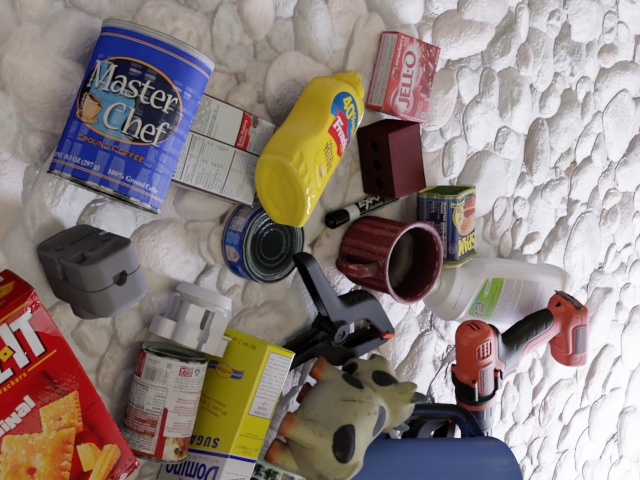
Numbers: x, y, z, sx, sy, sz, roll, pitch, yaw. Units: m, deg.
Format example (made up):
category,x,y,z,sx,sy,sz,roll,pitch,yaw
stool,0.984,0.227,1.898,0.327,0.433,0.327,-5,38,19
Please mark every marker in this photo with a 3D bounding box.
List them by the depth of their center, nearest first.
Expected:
category,x,y,z,sx,sy,sz,roll,pitch,yaw
marker,0.051,-0.038,1.194,0.120,0.020,0.020,-23,116,-37

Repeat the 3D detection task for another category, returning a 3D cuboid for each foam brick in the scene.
category,x,y,z,sx,sy,sz,roll,pitch,yaw
foam brick,0.078,-0.091,1.183,0.051,0.053,0.078,-25,115,-37

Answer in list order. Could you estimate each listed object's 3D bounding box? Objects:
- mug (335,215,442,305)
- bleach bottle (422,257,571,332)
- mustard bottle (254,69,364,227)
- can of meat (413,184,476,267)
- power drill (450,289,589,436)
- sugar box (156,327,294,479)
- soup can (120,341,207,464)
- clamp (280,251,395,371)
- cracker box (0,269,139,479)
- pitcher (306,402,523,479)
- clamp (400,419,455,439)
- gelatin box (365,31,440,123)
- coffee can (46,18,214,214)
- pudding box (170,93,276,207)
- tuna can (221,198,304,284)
category,x,y,z,sx,sy,sz,roll,pitch,yaw
mug,0.067,0.020,1.179,0.117,0.082,0.093,-17,112,-39
bleach bottle,0.210,0.060,1.337,0.250,0.068,0.102,14,93,-42
mustard bottle,-0.002,-0.109,1.079,0.096,0.058,0.191,79,31,-45
can of meat,0.147,-0.019,1.247,0.102,0.058,0.084,-22,114,-64
power drill,0.248,0.155,1.334,0.187,0.057,0.184,-23,127,-23
sugar box,-0.097,0.178,1.060,0.048,0.093,0.176,26,82,-43
soup can,-0.151,0.154,1.021,0.068,0.069,0.102,11,92,-44
clamp,0.011,0.085,1.158,0.209,0.036,0.165,0,120,-45
cracker box,-0.270,0.160,0.902,0.164,0.072,0.213,-38,124,-25
pitcher,0.099,0.276,1.223,0.242,0.149,0.145,8,108,-26
clamp,0.121,0.286,1.325,0.171,0.039,0.120,-45,123,-23
gelatin box,0.093,-0.181,1.189,0.073,0.030,0.089,9,94,-44
coffee can,-0.163,-0.105,0.920,0.102,0.103,0.140,24,84,-44
pudding box,-0.103,-0.088,1.025,0.113,0.039,0.090,18,88,-42
tuna can,-0.057,0.001,1.093,0.085,0.034,0.086,-12,109,-40
